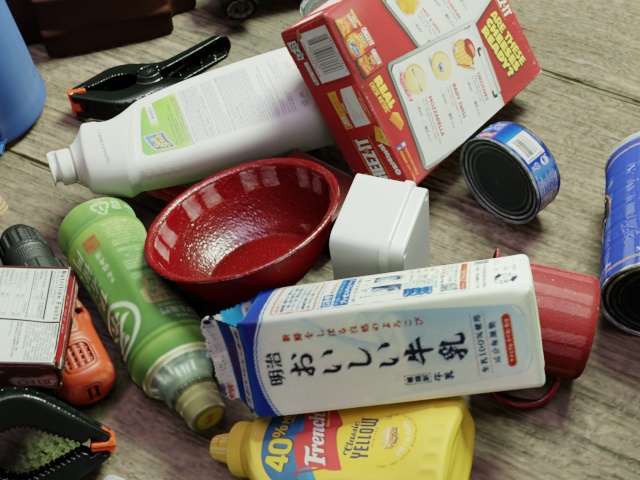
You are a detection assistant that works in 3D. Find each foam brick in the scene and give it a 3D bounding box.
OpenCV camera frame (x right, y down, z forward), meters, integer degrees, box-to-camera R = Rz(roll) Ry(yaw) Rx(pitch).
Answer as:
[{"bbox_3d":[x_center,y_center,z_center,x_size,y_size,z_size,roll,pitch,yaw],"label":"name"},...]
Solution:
[{"bbox_3d":[-0.005,-0.033,0.925,0.078,0.051,0.053,30,58,24],"label":"foam brick"}]

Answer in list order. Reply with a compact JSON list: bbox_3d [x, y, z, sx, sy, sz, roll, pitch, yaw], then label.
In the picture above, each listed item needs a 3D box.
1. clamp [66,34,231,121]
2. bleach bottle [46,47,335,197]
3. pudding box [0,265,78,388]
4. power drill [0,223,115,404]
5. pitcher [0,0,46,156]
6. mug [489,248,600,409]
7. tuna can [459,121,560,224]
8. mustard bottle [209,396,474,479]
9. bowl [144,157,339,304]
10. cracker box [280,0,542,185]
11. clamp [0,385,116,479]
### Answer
[{"bbox_3d":[-0.155,-0.145,1.028,0.171,0.039,0.120,-20,34,-8],"label":"clamp"},{"bbox_3d":[-0.115,-0.100,0.937,0.250,0.068,0.102,-16,59,-13],"label":"bleach bottle"},{"bbox_3d":[-0.245,0.064,0.805,0.113,0.039,0.090,2,52,-2],"label":"pudding box"},{"bbox_3d":[-0.277,0.081,0.850,0.187,0.057,0.185,-26,55,-16],"label":"power drill"},{"bbox_3d":[-0.339,-0.194,0.953,0.149,0.243,0.145,19,57,18],"label":"pitcher"},{"bbox_3d":[0.163,0.071,0.817,0.081,0.093,0.117,12,84,7],"label":"mug"},{"bbox_3d":[0.162,-0.058,0.912,0.033,0.086,0.086,-37,58,-25],"label":"tuna can"},{"bbox_3d":[0.007,0.152,0.756,0.192,0.058,0.096,-2,46,26],"label":"mustard bottle"},{"bbox_3d":[-0.056,0.001,0.850,0.162,0.055,0.162,-14,33,9],"label":"bowl"},{"bbox_3d":[0.084,-0.163,0.937,0.072,0.164,0.213,-8,27,50],"label":"cracker box"},{"bbox_3d":[-0.256,0.145,0.767,0.209,0.164,0.036,-10,8,-12],"label":"clamp"}]
